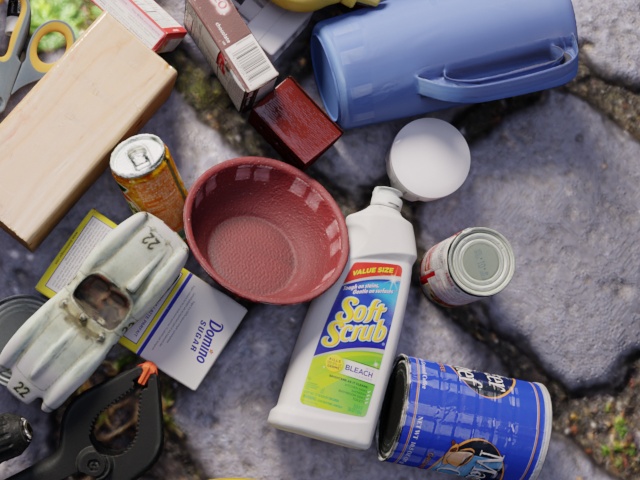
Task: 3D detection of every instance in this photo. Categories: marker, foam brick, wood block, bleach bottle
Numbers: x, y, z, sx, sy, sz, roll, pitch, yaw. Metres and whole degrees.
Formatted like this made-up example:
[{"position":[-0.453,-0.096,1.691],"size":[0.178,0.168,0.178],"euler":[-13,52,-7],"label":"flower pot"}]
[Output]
[{"position":[-0.293,-0.259,1.042],"size":[0.020,0.020,0.121],"euler":[4,81,-9],"label":"marker"},{"position":[-0.025,-0.111,1.048],"size":[0.051,0.053,0.078],"euler":[-44,89,-13],"label":"foam brick"},{"position":[-0.235,-0.098,0.990],"size":[0.090,0.091,0.206],"euler":[40,77,-5],"label":"wood block"},{"position":[0.029,0.067,1.026],"size":[0.102,0.068,0.251],"euler":[16,77,-7],"label":"bleach bottle"}]

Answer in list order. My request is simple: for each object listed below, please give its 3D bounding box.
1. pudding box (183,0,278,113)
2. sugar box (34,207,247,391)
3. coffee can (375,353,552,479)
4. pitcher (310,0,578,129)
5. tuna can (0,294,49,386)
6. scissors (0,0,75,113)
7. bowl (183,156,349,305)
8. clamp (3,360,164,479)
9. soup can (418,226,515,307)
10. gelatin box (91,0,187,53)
[{"position":[-0.088,-0.186,1.029],"size":[0.039,0.090,0.113],"euler":[-31,89,-10],"label":"pudding box"},{"position":[-0.167,0.056,1.003],"size":[0.176,0.048,0.093],"euler":[35,82,-6],"label":"sugar box"},{"position":[0.133,0.171,1.006],"size":[0.140,0.103,0.103],"euler":[13,80,-7],"label":"coffee can"},{"position":[0.122,-0.183,1.040],"size":[0.242,0.149,0.145],"euler":[-16,84,-8],"label":"pitcher"},{"position":[-0.273,0.094,0.985],"size":[0.086,0.034,0.086],"euler":[1,82,-9],"label":"tuna can"},{"position":[-0.291,-0.136,1.023],"size":[0.096,0.016,0.202],"euler":[6,95,-27],"label":"scissors"},{"position":[-0.057,0.001,1.007],"size":[0.162,0.055,0.162],"euler":[11,56,-17],"label":"bowl"},{"position":[-0.213,0.200,0.964],"size":[0.164,0.036,0.210],"euler":[23,92,-5],"label":"clamp"},{"position":[0.140,0.027,1.029],"size":[0.068,0.102,0.068],"euler":[1,81,-9],"label":"soup can"},{"position":[-0.178,-0.218,1.026],"size":[0.089,0.073,0.030],"euler":[42,104,-2],"label":"gelatin box"}]
